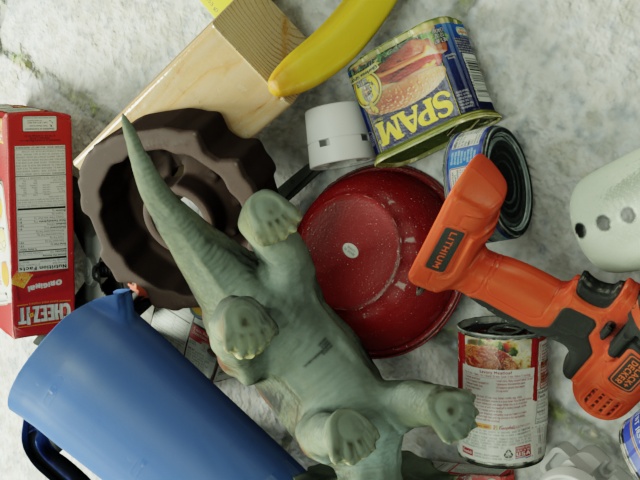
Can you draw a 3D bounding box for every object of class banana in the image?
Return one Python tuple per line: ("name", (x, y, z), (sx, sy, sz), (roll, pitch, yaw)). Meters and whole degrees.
("banana", (0.027, -0.189, 0.826), (0.037, 0.069, 0.198), (27, 89, 53))

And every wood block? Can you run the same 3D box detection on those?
("wood block", (-0.106, -0.110, 0.908), (0.090, 0.090, 0.206), (45, 127, -12))

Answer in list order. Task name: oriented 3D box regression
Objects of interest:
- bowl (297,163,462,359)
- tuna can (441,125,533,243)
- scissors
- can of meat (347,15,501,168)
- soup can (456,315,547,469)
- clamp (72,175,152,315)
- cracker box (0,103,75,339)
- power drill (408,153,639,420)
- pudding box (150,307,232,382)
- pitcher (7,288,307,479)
("bowl", (0.034, 0.013, 0.849), (0.162, 0.055, 0.162), (-5, 80, 29))
("tuna can", (0.124, -0.041, 0.784), (0.034, 0.086, 0.086), (-10, 91, 33))
("scissors", (-0.056, 0.001, 0.928), (0.202, 0.016, 0.096), (-25, 72, 22))
("can of meat", (0.077, -0.114, 0.824), (0.102, 0.057, 0.084), (-24, 80, 34))
("soup can", (0.137, 0.114, 0.808), (0.069, 0.068, 0.102), (5, 100, 34))
("clamp", (-0.211, 0.037, 1.029), (0.210, 0.036, 0.164), (25, 115, 51))
("cracker box", (-0.298, -0.026, 1.060), (0.164, 0.072, 0.214), (16, 108, 58))
("power drill", (0.163, 0.023, 0.699), (0.188, 0.057, 0.185), (33, 137, 8))
("pudding box", (-0.109, 0.063, 0.990), (0.090, 0.039, 0.113), (27, 109, 29))
("pitcher", (-0.136, 0.171, 0.896), (0.243, 0.144, 0.149), (39, 154, 9))
